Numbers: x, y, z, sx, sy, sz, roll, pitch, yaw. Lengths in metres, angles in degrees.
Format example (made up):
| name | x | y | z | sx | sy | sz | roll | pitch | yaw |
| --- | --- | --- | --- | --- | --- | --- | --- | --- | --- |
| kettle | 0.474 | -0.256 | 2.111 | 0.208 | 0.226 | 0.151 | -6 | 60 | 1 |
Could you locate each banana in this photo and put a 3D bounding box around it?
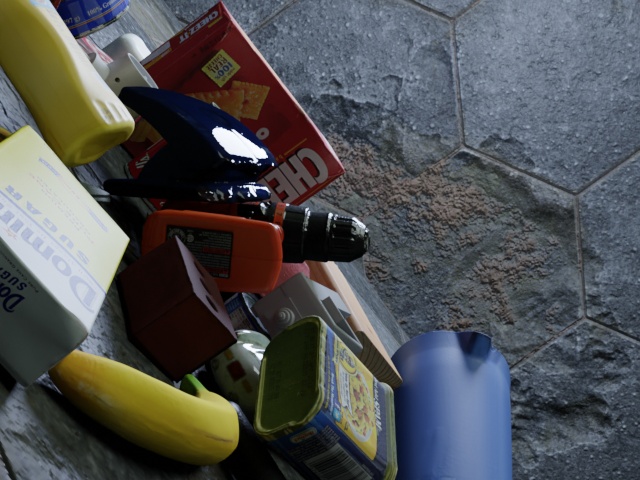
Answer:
| name | x | y | z | sx | sy | sz | roll | pitch | yaw |
| --- | --- | --- | --- | --- | --- | --- | --- | --- | --- |
| banana | -0.084 | 0.096 | 0.587 | 0.070 | 0.037 | 0.197 | 28 | -6 | 16 |

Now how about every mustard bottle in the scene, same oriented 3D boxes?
| name | x | y | z | sx | sy | sz | roll | pitch | yaw |
| --- | --- | --- | --- | --- | --- | --- | --- | --- | --- |
| mustard bottle | -0.201 | -0.143 | 0.720 | 0.191 | 0.058 | 0.096 | 57 | 1 | -2 |

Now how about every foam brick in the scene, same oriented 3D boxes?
| name | x | y | z | sx | sy | sz | roll | pitch | yaw |
| --- | --- | --- | --- | --- | --- | --- | --- | --- | --- |
| foam brick | -0.096 | 0.045 | 0.710 | 0.053 | 0.051 | 0.078 | 51 | 5 | -34 |

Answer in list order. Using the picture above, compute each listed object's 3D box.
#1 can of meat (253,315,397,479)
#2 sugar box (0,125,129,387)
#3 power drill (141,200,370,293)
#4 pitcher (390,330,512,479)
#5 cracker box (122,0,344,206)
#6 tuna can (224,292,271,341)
| name | x | y | z | sx | sy | sz | roll | pitch | yaw |
| --- | --- | --- | --- | --- | --- | --- | --- | --- | --- |
| can of meat | 0.003 | 0.112 | 0.701 | 0.084 | 0.057 | 0.102 | 49 | 24 | -29 |
| sugar box | -0.148 | -0.001 | 0.539 | 0.093 | 0.048 | 0.176 | 50 | 4 | -14 |
| power drill | -0.056 | 0.001 | 0.856 | 0.187 | 0.184 | 0.057 | -42 | 135 | -82 |
| pitcher | 0.122 | 0.216 | 1.042 | 0.242 | 0.145 | 0.149 | -80 | 150 | -59 |
| cracker box | -0.100 | -0.108 | 1.094 | 0.213 | 0.164 | 0.072 | 51 | 7 | -31 |
| tuna can | -0.056 | 0.085 | 0.933 | 0.086 | 0.034 | 0.086 | 54 | 5 | -7 |
